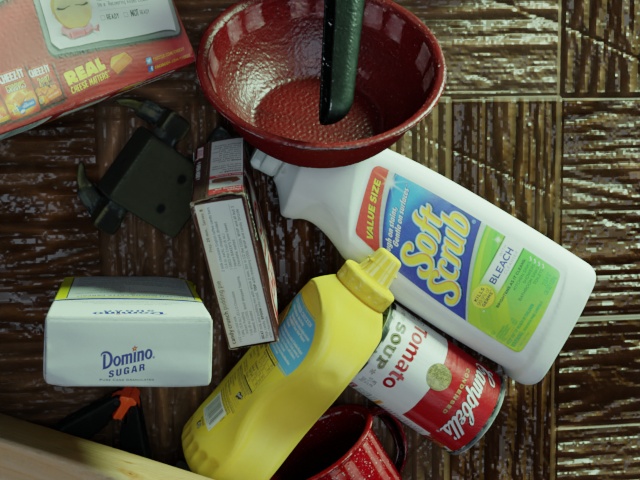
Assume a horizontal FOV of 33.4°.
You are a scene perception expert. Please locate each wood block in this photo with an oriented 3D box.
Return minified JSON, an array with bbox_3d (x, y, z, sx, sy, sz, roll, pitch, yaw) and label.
[{"bbox_3d":[-0.171,0.170,0.666,0.206,0.090,0.091,11,85,21],"label":"wood block"}]

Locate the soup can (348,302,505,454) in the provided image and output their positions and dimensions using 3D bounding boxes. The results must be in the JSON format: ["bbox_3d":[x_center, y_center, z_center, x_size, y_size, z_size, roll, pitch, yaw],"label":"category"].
[{"bbox_3d":[0.071,0.097,0.758,0.102,0.068,0.068,35,91,-11],"label":"soup can"}]

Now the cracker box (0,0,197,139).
[{"bbox_3d":[-0.192,-0.178,0.650,0.163,0.072,0.213,-29,102,-35],"label":"cracker box"}]

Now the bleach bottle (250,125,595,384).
[{"bbox_3d":[0.062,0.001,0.749,0.250,0.068,0.102,28,93,-9],"label":"bleach bottle"}]

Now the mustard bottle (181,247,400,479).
[{"bbox_3d":[-0.014,0.082,0.716,0.058,0.096,0.192,37,98,-19],"label":"mustard bottle"}]

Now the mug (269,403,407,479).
[{"bbox_3d":[0.021,0.168,0.757,0.117,0.093,0.081,-43,110,-37],"label":"mug"}]

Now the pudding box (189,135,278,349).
[{"bbox_3d":[-0.055,0.001,0.698,0.039,0.090,0.113,-13,119,2],"label":"pudding box"}]

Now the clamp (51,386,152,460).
[{"bbox_3d":[-0.179,0.178,0.745,0.120,0.039,0.171,16,95,-14],"label":"clamp"}]

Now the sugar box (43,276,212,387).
[{"bbox_3d":[-0.120,0.054,0.667,0.093,0.176,0.048,1,97,-10],"label":"sugar box"}]

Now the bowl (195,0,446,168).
[{"bbox_3d":[-0.001,-0.099,0.703,0.162,0.162,0.055,-6,140,-8],"label":"bowl"}]

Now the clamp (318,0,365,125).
[{"bbox_3d":[-0.001,-0.196,0.647,0.164,0.036,0.210,36,75,-10],"label":"clamp"}]
